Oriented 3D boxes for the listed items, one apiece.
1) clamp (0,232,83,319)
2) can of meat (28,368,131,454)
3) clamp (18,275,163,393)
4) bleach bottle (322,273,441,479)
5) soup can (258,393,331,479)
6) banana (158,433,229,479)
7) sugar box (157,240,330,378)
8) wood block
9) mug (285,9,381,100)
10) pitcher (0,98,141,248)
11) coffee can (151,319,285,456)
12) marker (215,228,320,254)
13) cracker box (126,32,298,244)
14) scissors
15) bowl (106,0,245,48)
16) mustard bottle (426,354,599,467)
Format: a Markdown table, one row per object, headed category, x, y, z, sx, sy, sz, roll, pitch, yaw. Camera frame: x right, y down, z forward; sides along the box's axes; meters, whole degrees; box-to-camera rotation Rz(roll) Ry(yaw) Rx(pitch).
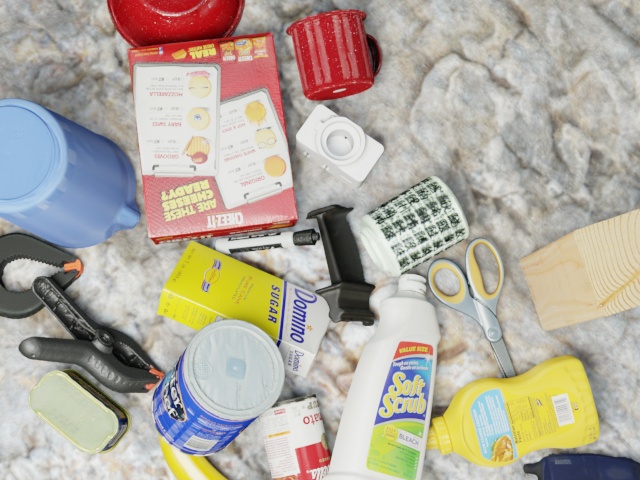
| category | x | y | z | sx | sy | sz | roll | pitch | yaw |
| --- | --- | --- | --- | --- | --- | --- | --- | --- | --- |
| clamp | -0.368 | 0.033 | 1.164 | 0.210 | 0.036 | 0.164 | -15 | 83 | -7 |
| can of meat | -0.254 | 0.180 | 1.125 | 0.102 | 0.084 | 0.057 | 38 | 81 | 3 |
| clamp | -0.242 | 0.116 | 1.118 | 0.171 | 0.120 | 0.039 | 36 | 119 | -17 |
| bleach bottle | 0.073 | 0.153 | 1.138 | 0.102 | 0.068 | 0.250 | 23 | 66 | -27 |
| soup can | -0.026 | 0.221 | 1.140 | 0.068 | 0.068 | 0.102 | -13 | 82 | -5 |
| banana | -0.115 | 0.248 | 1.146 | 0.069 | 0.037 | 0.198 | -39 | 85 | -7 |
| sugar box | -0.078 | 0.072 | 1.148 | 0.176 | 0.048 | 0.093 | 21 | 39 | 1 |
| wood block | 0.288 | 0.034 | 1.116 | 0.090 | 0.206 | 0.090 | -17 | 83 | -7 |
| mug | 0.023 | -0.207 | 1.205 | 0.117 | 0.093 | 0.081 | -8 | 86 | -41 |
| pitcher | -0.287 | -0.072 | 1.082 | 0.149 | 0.243 | 0.145 | -15 | 84 | 1 |
| coffee can | -0.107 | 0.153 | 1.094 | 0.102 | 0.140 | 0.103 | 10 | 61 | -19 |
| marker | -0.058 | 0.001 | 1.171 | 0.121 | 0.020 | 0.020 | -6 | 81 | 21 |
| cracker box | -0.120 | -0.112 | 1.184 | 0.164 | 0.072 | 0.214 | -7 | 83 | -4 |
| scissors | 0.173 | 0.098 | 1.196 | 0.096 | 0.016 | 0.202 | -5 | 87 | 1 |
| bowl | -0.166 | -0.289 | 1.216 | 0.162 | 0.055 | 0.162 | 1 | 81 | -4 |
| mustard bottle | 0.198 | 0.194 | 1.157 | 0.191 | 0.058 | 0.096 | -15 | 96 | -1 |
